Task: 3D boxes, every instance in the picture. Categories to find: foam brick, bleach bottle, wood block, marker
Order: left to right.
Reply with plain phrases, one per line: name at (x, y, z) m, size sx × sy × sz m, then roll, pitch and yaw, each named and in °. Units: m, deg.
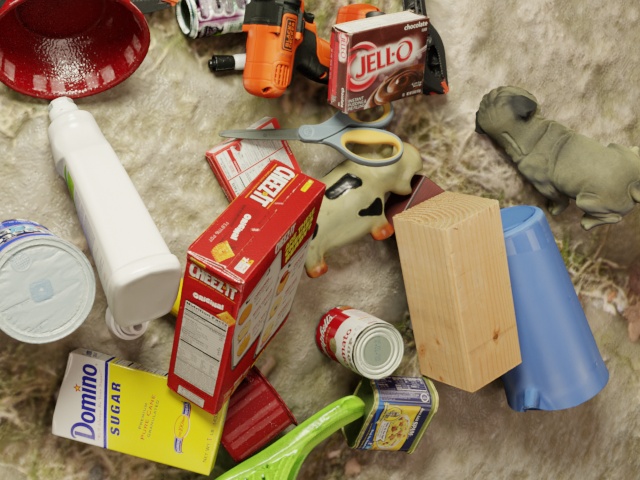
bleach bottle at (-0.213, -0.044, 1.043) m, size 0.068 × 0.103 × 0.251 m, roll -17°, pitch 62°, yaw -22°
marker at (-0.067, -0.201, 1.189) m, size 0.121 × 0.020 × 0.020 m, roll -8°, pitch 101°, yaw -24°
foam brick at (0.111, -0.035, 1.280) m, size 0.051 × 0.053 × 0.078 m, roll 32°, pitch 85°, yaw -25°
wood block at (0.161, 0.058, 1.240) m, size 0.090 × 0.090 × 0.206 m, roll -25°, pitch 114°, yaw -32°

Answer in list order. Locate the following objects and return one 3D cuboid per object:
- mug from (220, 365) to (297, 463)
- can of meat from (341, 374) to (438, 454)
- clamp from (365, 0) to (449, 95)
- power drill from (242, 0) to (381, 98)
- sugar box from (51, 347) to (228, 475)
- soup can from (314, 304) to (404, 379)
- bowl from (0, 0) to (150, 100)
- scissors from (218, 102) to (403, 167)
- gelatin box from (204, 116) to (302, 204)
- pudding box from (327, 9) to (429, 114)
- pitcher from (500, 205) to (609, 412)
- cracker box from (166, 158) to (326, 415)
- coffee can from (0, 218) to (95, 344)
mug at (-0.089, 0.188, 1.196) m, size 0.081 × 0.093 × 0.117 m, roll -37°, pitch 133°, yaw -11°
can of meat at (0.081, 0.209, 1.285) m, size 0.083 × 0.057 × 0.102 m, roll 6°, pitch 126°, yaw -23°
clamp at (0.103, -0.229, 1.227) m, size 0.120 × 0.039 × 0.171 m, roll -49°, pitch 128°, yaw -34°
power drill at (-0.009, -0.236, 1.149) m, size 0.187 × 0.057 × 0.184 m, roll 3°, pitch 98°, yaw -53°
sugar box at (-0.190, 0.181, 1.136) m, size 0.176 × 0.048 × 0.093 m, roll 14°, pitch 92°, yaw 0°
soup can at (0.045, 0.118, 1.244) m, size 0.068 × 0.102 × 0.068 m, roll -4°, pitch 100°, yaw -25°
bowl at (-0.252, -0.210, 1.053) m, size 0.161 × 0.162 × 0.055 m, roll -3°, pitch 58°, yaw -25°
scissors at (-0.004, -0.133, 1.180) m, size 0.201 × 0.016 × 0.096 m, roll 14°, pitch 68°, yaw 0°
gelatin box at (-0.075, -0.087, 1.197) m, size 0.089 × 0.030 × 0.073 m, roll -33°, pitch 111°, yaw -17°
pudding box at (0.062, -0.193, 1.147) m, size 0.113 × 0.039 × 0.090 m, roll -21°, pitch 129°, yaw -34°
pitcher at (0.266, 0.080, 1.338) m, size 0.145 × 0.149 × 0.243 m, roll -22°, pitch 104°, yaw -5°
cracker box at (-0.079, 0.047, 1.073) m, size 0.072 × 0.214 × 0.164 m, roll 27°, pitch 47°, yaw 11°
coffee can at (-0.288, 0.037, 1.055) m, size 0.102 × 0.140 × 0.103 m, roll -4°, pitch 99°, yaw -25°
